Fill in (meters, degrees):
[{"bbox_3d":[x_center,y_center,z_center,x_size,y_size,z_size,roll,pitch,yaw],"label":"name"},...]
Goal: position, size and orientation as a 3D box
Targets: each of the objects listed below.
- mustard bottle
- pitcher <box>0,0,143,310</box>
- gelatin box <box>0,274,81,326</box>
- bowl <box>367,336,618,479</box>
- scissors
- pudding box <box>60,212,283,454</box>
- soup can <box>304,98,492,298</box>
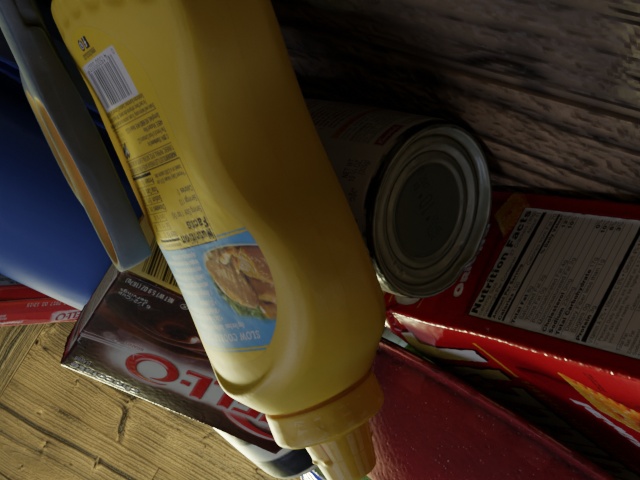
[{"bbox_3d":[-0.025,-0.006,0.361,0.096,0.058,0.191,-9,105,60],"label":"mustard bottle"},{"bbox_3d":[-0.095,-0.024,0.521,0.242,0.145,0.149,29,-158,-11],"label":"pitcher"},{"bbox_3d":[-0.169,0.008,0.579,0.073,0.030,0.089,-1,-140,-48],"label":"gelatin box"},{"bbox_3d":[0.070,0.105,0.488,0.162,0.055,0.162,32,174,4],"label":"bowl"},{"bbox_3d":[-0.110,-0.083,0.377,0.202,0.016,0.096,67,165,-12],"label":"scissors"},{"bbox_3d":[-0.045,0.044,0.465,0.113,0.039,0.090,27,139,-13],"label":"pudding box"},{"bbox_3d":[0.008,-0.020,0.422,0.102,0.068,0.068,16,161,46],"label":"soup can"}]
